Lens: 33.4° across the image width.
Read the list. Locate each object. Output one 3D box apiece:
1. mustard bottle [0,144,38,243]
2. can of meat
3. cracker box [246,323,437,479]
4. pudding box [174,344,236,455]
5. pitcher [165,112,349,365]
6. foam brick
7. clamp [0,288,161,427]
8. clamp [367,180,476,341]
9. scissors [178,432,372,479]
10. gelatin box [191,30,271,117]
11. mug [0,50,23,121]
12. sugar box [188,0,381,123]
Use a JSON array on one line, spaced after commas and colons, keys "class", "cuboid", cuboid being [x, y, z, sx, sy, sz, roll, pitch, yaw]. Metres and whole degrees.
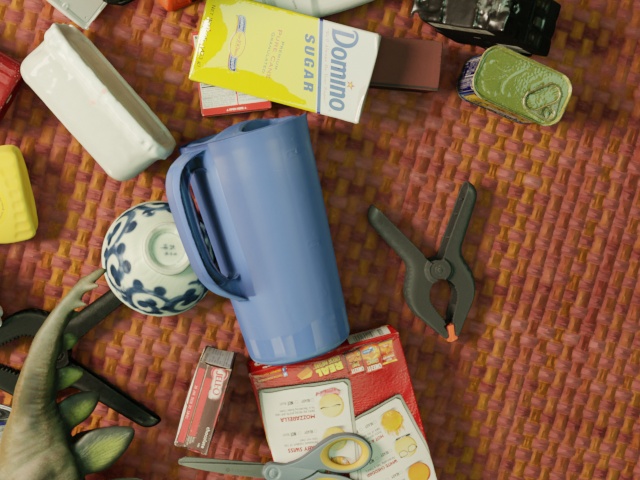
[{"class": "mustard bottle", "cuboid": [-0.389, -0.033, 1.072, 0.191, 0.058, 0.096, -10, 112, -5]}, {"class": "can of meat", "cuboid": [0.199, -0.159, 1.118, 0.102, 0.084, 0.057, 22, 92, -8]}, {"class": "cracker box", "cuboid": [0.027, 0.212, 1.137, 0.164, 0.072, 0.214, -16, 98, -3]}, {"class": "pudding box", "cuboid": [-0.116, 0.160, 1.094, 0.039, 0.113, 0.090, 17, 93, -5]}, {"class": "pitcher", "cuboid": [-0.057, 0.001, 1.078, 0.149, 0.145, 0.243, -15, 99, 0]}, {"class": "foam brick", "cuboid": [0.083, -0.184, 1.119, 0.078, 0.053, 0.051, 4, 95, -8]}, {"class": "clamp", "cuboid": [-0.264, 0.126, 1.111, 0.210, 0.036, 0.164, -9, 90, -7]}, {"class": "clamp", "cuboid": [0.131, 0.021, 1.150, 0.120, 0.039, 0.171, -21, 103, 0]}, {"class": "scissors", "cuboid": [-0.034, 0.220, 1.088, 0.201, 0.016, 0.096, 23, 93, -7]}, {"class": "gelatin box", "cuboid": [-0.093, -0.176, 1.110, 0.073, 0.030, 0.089, -8, 96, -5]}, {"class": "mug", "cuboid": [-0.350, -0.149, 1.059, 0.081, 0.093, 0.117, 30, 122, -13]}, {"class": "sugar box", "cuboid": [-0.035, -0.183, 1.066, 0.176, 0.048, 0.093, 14, 100, 1]}]
